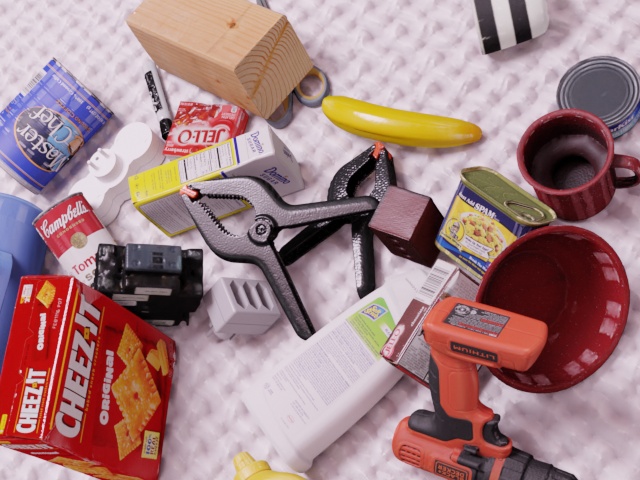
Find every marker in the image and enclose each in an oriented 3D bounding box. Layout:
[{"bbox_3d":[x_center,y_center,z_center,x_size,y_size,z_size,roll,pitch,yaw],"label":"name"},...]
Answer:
[{"bbox_3d":[-0.200,-0.172,1.325,0.020,0.020,0.121,-25,60,10],"label":"marker"}]

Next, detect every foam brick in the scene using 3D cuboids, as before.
[{"bbox_3d":[0.092,-0.014,1.101,0.053,0.078,0.051,20,77,31],"label":"foam brick"}]

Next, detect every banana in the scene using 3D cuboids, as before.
[{"bbox_3d":[0.075,-0.133,1.168,0.198,0.037,0.069,18,37,26],"label":"banana"}]

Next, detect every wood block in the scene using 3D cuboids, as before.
[{"bbox_3d":[-0.122,-0.233,1.259,0.206,0.090,0.090,30,73,38],"label":"wood block"}]

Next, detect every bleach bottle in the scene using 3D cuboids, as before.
[{"bbox_3d":[0.047,0.117,1.071,0.251,0.068,0.103,-38,64,-1],"label":"bleach bottle"}]

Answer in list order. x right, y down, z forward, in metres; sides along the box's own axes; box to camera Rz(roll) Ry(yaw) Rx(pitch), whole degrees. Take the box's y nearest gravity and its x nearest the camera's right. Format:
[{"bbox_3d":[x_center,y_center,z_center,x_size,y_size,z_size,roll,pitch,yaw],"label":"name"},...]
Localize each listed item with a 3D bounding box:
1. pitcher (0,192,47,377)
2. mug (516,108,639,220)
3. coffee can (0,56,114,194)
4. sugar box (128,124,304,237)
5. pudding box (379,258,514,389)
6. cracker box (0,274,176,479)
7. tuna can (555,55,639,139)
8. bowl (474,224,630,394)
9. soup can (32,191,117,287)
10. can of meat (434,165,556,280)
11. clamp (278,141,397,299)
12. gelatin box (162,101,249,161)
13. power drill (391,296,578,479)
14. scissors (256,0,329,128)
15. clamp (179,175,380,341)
[{"bbox_3d":[-0.390,0.067,1.231,0.149,0.145,0.242,2,66,19],"label":"pitcher"},{"bbox_3d":[0.259,-0.070,1.053,0.117,0.081,0.093,3,69,24],"label":"mug"},{"bbox_3d":[-0.341,-0.141,1.322,0.140,0.102,0.103,-47,59,-3],"label":"coffee can"},{"bbox_3d":[-0.117,-0.065,1.201,0.176,0.093,0.048,-21,61,12],"label":"sugar box"},{"bbox_3d":[0.123,0.089,1.030,0.113,0.090,0.039,-56,28,-4],"label":"pudding box"},{"bbox_3d":[-0.230,0.147,1.082,0.072,0.213,0.164,-4,66,21],"label":"cracker box"},{"bbox_3d":[0.289,-0.146,1.103,0.086,0.033,0.086,-9,64,19],"label":"tuna can"},{"bbox_3d":[0.206,0.059,1.002,0.162,0.162,0.055,-46,21,-2],"label":"bowl"},{"bbox_3d":[-0.274,0.004,1.228,0.068,0.068,0.102,-35,88,5],"label":"soup can"},{"bbox_3d":[0.170,-0.012,1.059,0.102,0.057,0.084,39,124,32],"label":"can of meat"},{"bbox_3d":[0.040,-0.021,1.149,0.120,0.039,0.171,32,89,23],"label":"clamp"},{"bbox_3d":[-0.136,-0.126,1.272,0.089,0.030,0.073,8,71,25],"label":"gelatin box"},{"bbox_3d":[0.153,0.152,0.950,0.185,0.188,0.057,15,33,22],"label":"power drill"},{"bbox_3d":[-0.036,-0.227,1.285,0.096,0.016,0.202,-8,65,17],"label":"scissors"},{"bbox_3d":[-0.057,0.001,1.124,0.210,0.036,0.164,20,88,12],"label":"clamp"}]
